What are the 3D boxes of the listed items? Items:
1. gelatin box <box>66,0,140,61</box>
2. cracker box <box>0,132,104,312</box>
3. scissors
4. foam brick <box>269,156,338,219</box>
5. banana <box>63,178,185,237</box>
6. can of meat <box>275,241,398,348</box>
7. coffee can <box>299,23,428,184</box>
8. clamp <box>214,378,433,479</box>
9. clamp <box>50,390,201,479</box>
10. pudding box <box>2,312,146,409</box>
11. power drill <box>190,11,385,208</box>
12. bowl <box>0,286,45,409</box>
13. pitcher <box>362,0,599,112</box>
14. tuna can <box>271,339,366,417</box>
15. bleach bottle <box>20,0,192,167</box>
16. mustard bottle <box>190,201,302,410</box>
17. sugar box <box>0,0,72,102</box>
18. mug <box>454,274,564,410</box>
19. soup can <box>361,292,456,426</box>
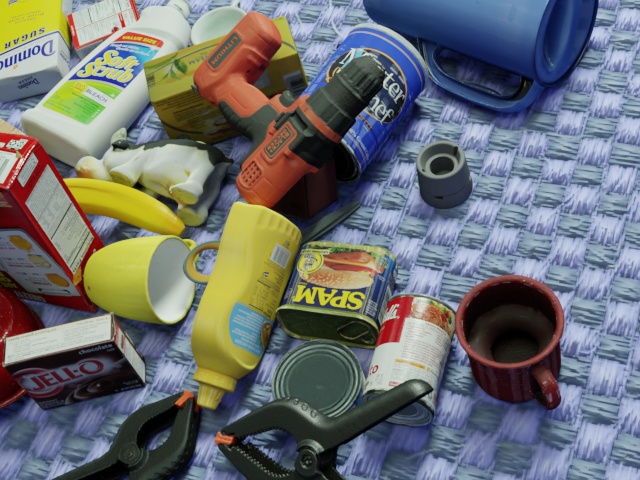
[{"bbox_3d":[-0.271,-0.270,1.351,0.089,0.030,0.073,-22,52,0],"label":"gelatin box"},{"bbox_3d":[-0.321,-0.023,1.078,0.164,0.213,0.072,10,57,21],"label":"cracker box"},{"bbox_3d":[-0.057,0.001,1.087,0.096,0.016,0.201,42,73,1],"label":"scissors"},{"bbox_3d":[-0.029,-0.061,1.107,0.078,0.053,0.051,17,37,34],"label":"foam brick"},{"bbox_3d":[-0.239,-0.036,1.145,0.198,0.069,0.037,2,47,24],"label":"banana"},{"bbox_3d":[0.019,0.050,1.029,0.102,0.057,0.084,6,56,20],"label":"can of meat"},{"bbox_3d":[0.036,-0.145,1.131,0.103,0.103,0.140,24,65,28],"label":"coffee can"},{"bbox_3d":[0.001,0.198,0.921,0.210,0.036,0.164,-2,88,31],"label":"clamp"},{"bbox_3d":[-0.181,0.206,0.987,0.120,0.039,0.171,22,58,23],"label":"clamp"},{"bbox_3d":[-0.236,0.118,1.032,0.113,0.090,0.039,-15,53,4],"label":"pudding box"},{"bbox_3d":[-0.039,-0.146,1.053,0.184,0.057,0.188,-45,49,12],"label":"power drill"},{"bbox_3d":[-0.353,0.093,1.065,0.162,0.055,0.162,8,49,-9],"label":"bowl"},{"bbox_3d":[0.164,-0.251,1.164,0.243,0.145,0.149,24,53,33],"label":"pitcher"},{"bbox_3d":[0.000,0.137,0.987,0.086,0.033,0.086,-8,54,11],"label":"tuna can"},{"bbox_3d":[-0.240,-0.201,1.271,0.103,0.068,0.250,26,64,16],"label":"bleach bottle"},{"bbox_3d":[-0.078,0.067,1.013,0.058,0.096,0.191,11,76,27],"label":"mustard bottle"},{"bbox_3d":[-0.368,-0.262,1.364,0.093,0.048,0.176,-13,52,7],"label":"sugar box"},{"bbox_3d":[0.175,0.098,0.934,0.093,0.081,0.117,-30,53,-6],"label":"mug"},{"bbox_3d":[0.081,0.108,0.963,0.069,0.068,0.102,6,58,20],"label":"soup can"}]
